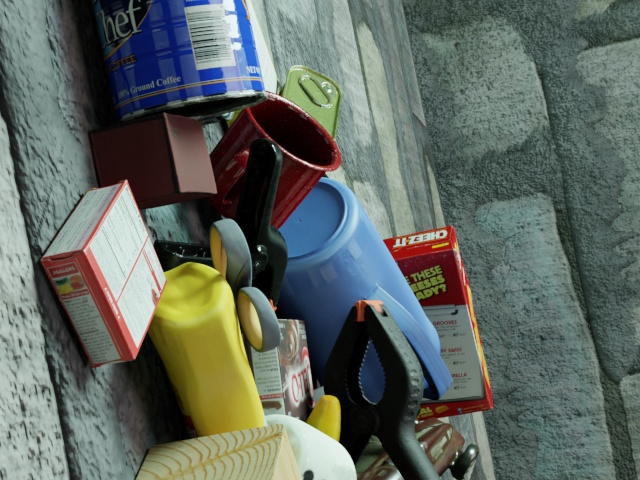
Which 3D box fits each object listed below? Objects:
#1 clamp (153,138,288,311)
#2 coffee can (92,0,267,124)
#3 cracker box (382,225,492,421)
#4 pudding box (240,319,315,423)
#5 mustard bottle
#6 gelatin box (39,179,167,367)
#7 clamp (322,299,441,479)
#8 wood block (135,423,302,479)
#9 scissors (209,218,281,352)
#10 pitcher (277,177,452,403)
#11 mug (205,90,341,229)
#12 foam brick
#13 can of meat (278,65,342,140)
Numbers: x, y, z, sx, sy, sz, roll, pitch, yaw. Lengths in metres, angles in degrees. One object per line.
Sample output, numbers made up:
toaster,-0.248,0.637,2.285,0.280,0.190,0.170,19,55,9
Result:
clamp,-0.055,0.001,0.798,0.039,0.120,0.171,40,-9,25
coffee can,-0.098,-0.153,0.704,0.102,0.103,0.140,-20,98,-78
cracker box,0.095,0.103,1.212,0.072,0.164,0.213,-79,155,-64
pudding box,-0.036,0.113,0.900,0.113,0.039,0.090,18,63,-76
mustard bottle,-0.064,0.115,0.703,0.096,0.058,0.191,-141,-148,-63
gelatin box,-0.122,0.018,0.614,0.089,0.030,0.073,-80,154,-60
clamp,0.054,0.156,0.894,0.036,0.165,0.210,5,88,-55
wood block,-0.041,0.227,0.648,0.090,0.091,0.206,-75,151,-65
scissors,-0.052,0.063,0.732,0.096,0.016,0.202,59,-19,32
pitcher,0.029,0.057,1.016,0.242,0.149,0.145,61,22,-46
mug,-0.048,-0.056,0.841,0.093,0.082,0.117,43,27,5
foam brick,-0.107,-0.050,0.694,0.078,0.051,0.053,-7,85,-78
can of meat,-0.025,-0.101,1.008,0.102,0.057,0.084,-82,-161,-46
